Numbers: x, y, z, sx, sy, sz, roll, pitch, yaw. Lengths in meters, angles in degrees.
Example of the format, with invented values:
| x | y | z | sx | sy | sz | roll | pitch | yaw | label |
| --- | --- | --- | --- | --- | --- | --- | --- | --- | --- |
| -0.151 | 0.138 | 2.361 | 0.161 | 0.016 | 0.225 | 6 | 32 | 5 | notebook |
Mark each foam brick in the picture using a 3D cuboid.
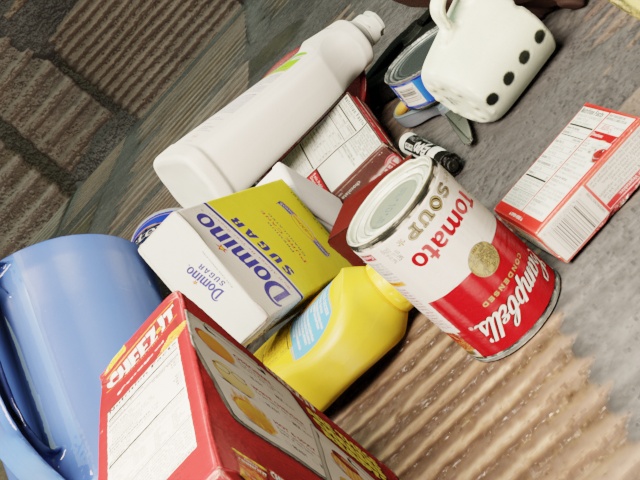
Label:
| x | y | z | sx | sy | sz | roll | pitch | yaw | label |
| --- | --- | --- | --- | --- | --- | --- | --- | --- | --- |
| 0.053 | -0.014 | 0.771 | 0.078 | 0.053 | 0.051 | -35 | 22 | 40 | foam brick |

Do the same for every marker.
| x | y | z | sx | sy | sz | roll | pitch | yaw | label |
| --- | --- | --- | --- | --- | --- | --- | --- | --- | --- |
| 0.088 | -0.069 | 0.857 | 0.020 | 0.020 | 0.121 | -49 | 17 | 3 | marker |

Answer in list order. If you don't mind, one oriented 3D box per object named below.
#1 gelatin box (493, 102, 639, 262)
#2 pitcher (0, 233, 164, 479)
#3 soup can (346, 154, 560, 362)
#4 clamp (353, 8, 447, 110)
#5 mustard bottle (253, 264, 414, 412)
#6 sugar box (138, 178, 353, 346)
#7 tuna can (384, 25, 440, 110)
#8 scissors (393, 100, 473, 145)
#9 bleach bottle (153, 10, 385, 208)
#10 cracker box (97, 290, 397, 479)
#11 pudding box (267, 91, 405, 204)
| x | y | z | sx | sy | sz | roll | pitch | yaw | label |
| --- | --- | --- | --- | --- | --- | --- | --- | --- | --- |
| 0.150 | -0.035 | 0.617 | 0.089 | 0.030 | 0.073 | -48 | 16 | 3 | gelatin box |
| -0.131 | 0.120 | 0.629 | 0.243 | 0.149 | 0.145 | 61 | 148 | 34 | pitcher |
| 0.073 | 0.010 | 0.588 | 0.069 | 0.102 | 0.068 | -43 | 18 | 18 | soup can |
| 0.105 | -0.198 | 1.054 | 0.210 | 0.036 | 0.164 | -45 | 17 | 22 | clamp |
| 0.000 | 0.073 | 0.707 | 0.192 | 0.058 | 0.096 | -45 | 11 | 16 | mustard bottle |
| -0.044 | 0.012 | 0.744 | 0.048 | 0.093 | 0.176 | -43 | -6 | 20 | sugar box |
| 0.099 | -0.152 | 0.922 | 0.086 | 0.033 | 0.086 | -36 | 21 | 16 | tuna can |
| 0.096 | -0.106 | 0.914 | 0.096 | 0.016 | 0.201 | -37 | 21 | 28 | scissors |
| -0.030 | -0.125 | 0.953 | 0.250 | 0.068 | 0.103 | -43 | 21 | -21 | bleach bottle |
| -0.018 | 0.125 | 0.467 | 0.072 | 0.164 | 0.214 | -46 | 17 | 2 | cracker box |
| 0.013 | -0.064 | 0.951 | 0.114 | 0.039 | 0.090 | -43 | 41 | 14 | pudding box |
